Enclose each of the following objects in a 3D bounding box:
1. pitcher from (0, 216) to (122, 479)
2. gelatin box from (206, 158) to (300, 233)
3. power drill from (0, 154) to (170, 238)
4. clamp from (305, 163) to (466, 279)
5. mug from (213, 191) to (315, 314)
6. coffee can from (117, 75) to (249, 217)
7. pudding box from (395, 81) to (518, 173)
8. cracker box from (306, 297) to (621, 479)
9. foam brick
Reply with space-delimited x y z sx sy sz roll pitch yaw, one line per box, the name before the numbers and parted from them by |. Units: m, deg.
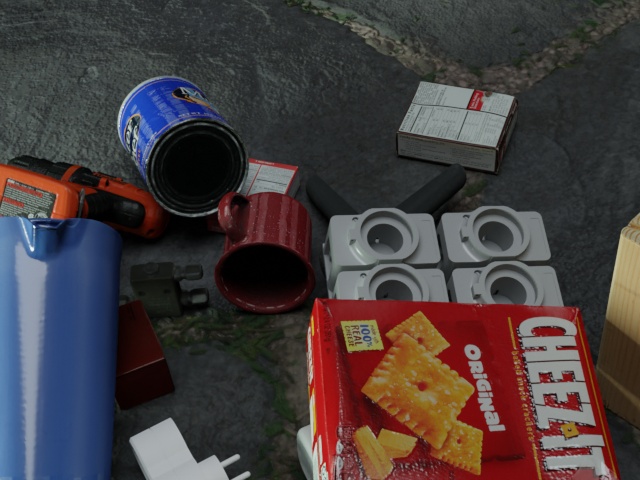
pitcher | -0.229 0.112 0.878 0.145 0.149 0.243 -15 67 25
gelatin box | -0.069 -0.042 1.092 0.073 0.030 0.089 10 50 14
power drill | -0.257 -0.045 1.027 0.184 0.057 0.187 16 8 13
clamp | 0.042 -0.007 1.018 0.165 0.036 0.209 0 39 21
mug | -0.057 0.001 0.997 0.093 0.117 0.081 -27 36 25
coffee can | -0.141 -0.097 1.076 0.102 0.103 0.140 -21 31 -12
pudding box | 0.145 -0.121 1.133 0.114 0.039 0.090 11 50 19
cracker box | 0.100 0.128 0.798 0.213 0.072 0.164 2 52 -7
foam brick | -0.169 0.102 0.956 0.053 0.051 0.078 -19 48 -12
